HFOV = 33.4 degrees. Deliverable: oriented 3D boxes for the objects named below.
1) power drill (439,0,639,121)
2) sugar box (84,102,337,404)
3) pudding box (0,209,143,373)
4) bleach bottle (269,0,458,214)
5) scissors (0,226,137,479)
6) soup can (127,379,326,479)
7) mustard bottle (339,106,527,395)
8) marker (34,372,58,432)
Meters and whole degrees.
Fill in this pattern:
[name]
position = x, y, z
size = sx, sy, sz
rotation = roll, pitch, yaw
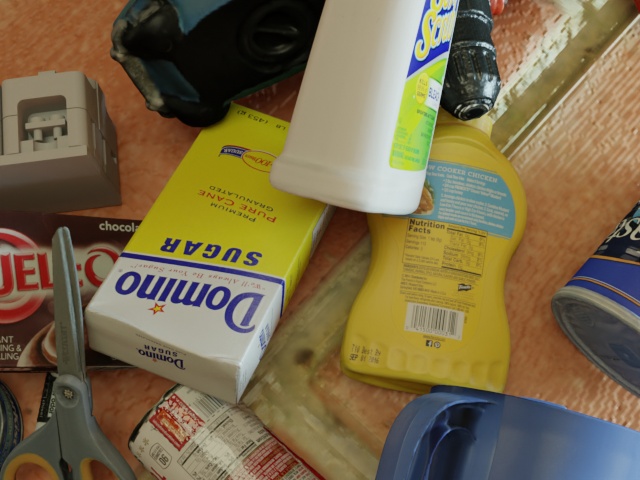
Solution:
[power drill]
position = 0.139, -0.162, 0.662
size = 0.187, 0.057, 0.184
rotation = -6, 67, -11
[sugar box]
position = -0.054, 0.001, 0.621
size = 0.093, 0.048, 0.176
rotation = 19, 51, 9
[pudding box]
position = -0.152, 0.031, 0.624
size = 0.113, 0.039, 0.090
rotation = 4, 75, -31
[bleach bottle]
position = 0.042, -0.142, 0.568
size = 0.068, 0.102, 0.251
rotation = 15, 97, 22
[scissors]
position = -0.152, 0.089, 0.589
size = 0.096, 0.016, 0.202
rotation = -6, 111, 19
[soup can]
position = -0.051, 0.129, 0.602
size = 0.102, 0.068, 0.068
rotation = 42, 79, 14
[mustard bottle]
position = 0.073, -0.005, 0.640
size = 0.096, 0.058, 0.191
rotation = 10, 74, 1
[marker]
position = -0.155, 0.067, 0.651
size = 0.020, 0.020, 0.121
rotation = 6, 74, 5
